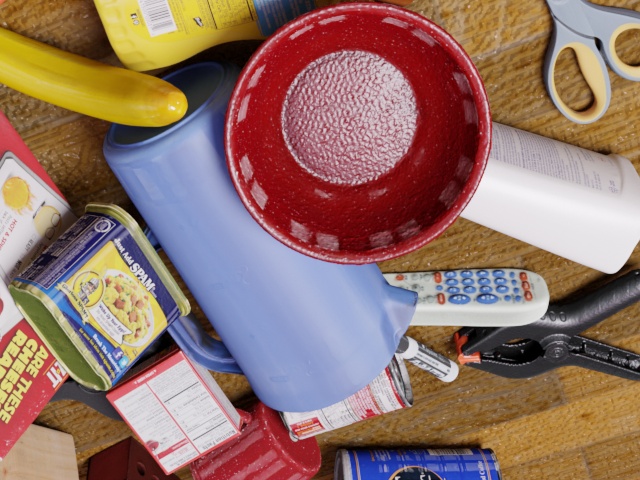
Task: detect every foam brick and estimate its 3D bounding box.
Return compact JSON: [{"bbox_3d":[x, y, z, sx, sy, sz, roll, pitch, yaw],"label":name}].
[{"bbox_3d":[-0.169,0.227,0.966,0.051,0.053,0.078,-28,125,16],"label":"foam brick"}]

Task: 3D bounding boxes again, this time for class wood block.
[{"bbox_3d":[-0.272,0.196,0.848,0.091,0.090,0.206,-12,163,5],"label":"wood block"}]

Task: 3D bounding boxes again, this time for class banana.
[{"bbox_3d":[-0.163,-0.104,0.680,0.198,0.069,0.037,20,92,16],"label":"banana"}]

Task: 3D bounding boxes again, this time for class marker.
[{"bbox_3d":[0.080,0.093,0.874,0.020,0.020,0.121,-31,147,18],"label":"marker"}]

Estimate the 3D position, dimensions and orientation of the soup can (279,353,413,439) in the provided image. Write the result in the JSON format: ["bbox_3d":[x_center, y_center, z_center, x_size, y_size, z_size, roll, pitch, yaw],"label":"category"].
[{"bbox_3d":[0.018,0.120,0.888,0.102,0.068,0.068,-19,127,11],"label":"soup can"}]

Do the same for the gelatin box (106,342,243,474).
[{"bbox_3d":[-0.116,0.134,0.857,0.073,0.030,0.089,-31,106,9],"label":"gelatin box"}]

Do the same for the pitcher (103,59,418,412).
[{"bbox_3d":[-0.055,0.001,0.759,0.149,0.145,0.242,-41,122,-15],"label":"pitcher"}]

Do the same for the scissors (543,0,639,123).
[{"bbox_3d":[0.178,-0.167,0.712,0.096,0.016,0.201,-16,127,6],"label":"scissors"}]

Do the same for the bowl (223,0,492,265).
[{"bbox_3d":[0.021,-0.069,0.659,0.162,0.055,0.162,-1,110,-3],"label":"bowl"}]

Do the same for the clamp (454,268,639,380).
[{"bbox_3d":[0.202,0.087,0.896,0.171,0.039,0.120,-13,123,13],"label":"clamp"}]

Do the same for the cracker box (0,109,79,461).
[{"bbox_3d":[-0.246,0.015,0.716,0.072,0.164,0.213,-2,131,38],"label":"cracker box"}]

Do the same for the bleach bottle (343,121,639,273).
[{"bbox_3d":[0.100,-0.056,0.752,0.250,0.102,0.068,19,118,-8],"label":"bleach bottle"}]

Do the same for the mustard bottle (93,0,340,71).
[{"bbox_3d":[-0.043,-0.169,0.665,0.191,0.058,0.096,-11,131,5],"label":"mustard bottle"}]

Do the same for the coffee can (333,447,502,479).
[{"bbox_3d":[0.086,0.240,0.964,0.140,0.103,0.103,0,128,-5],"label":"coffee can"}]

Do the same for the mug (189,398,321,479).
[{"bbox_3d":[-0.061,0.180,0.916,0.082,0.093,0.117,-38,120,17],"label":"mug"}]

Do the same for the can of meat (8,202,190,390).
[{"bbox_3d":[-0.150,0.040,0.725,0.058,0.083,0.102,7,136,45],"label":"can of meat"}]
